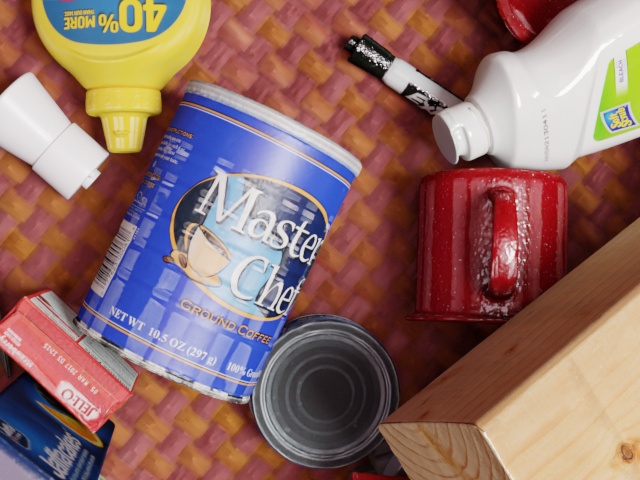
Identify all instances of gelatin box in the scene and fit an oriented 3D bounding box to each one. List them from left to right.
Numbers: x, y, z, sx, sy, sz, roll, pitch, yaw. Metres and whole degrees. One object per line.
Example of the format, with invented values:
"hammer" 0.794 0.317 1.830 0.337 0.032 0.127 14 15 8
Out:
"gelatin box" -0.133 0.062 0.564 0.073 0.089 0.030 44 86 -5

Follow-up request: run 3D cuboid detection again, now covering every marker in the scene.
"marker" 0.066 -0.082 0.618 0.121 0.020 0.020 33 87 -5

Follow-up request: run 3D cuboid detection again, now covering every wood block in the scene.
"wood block" 0.143 0.062 0.492 0.205 0.090 0.091 -34 95 -25

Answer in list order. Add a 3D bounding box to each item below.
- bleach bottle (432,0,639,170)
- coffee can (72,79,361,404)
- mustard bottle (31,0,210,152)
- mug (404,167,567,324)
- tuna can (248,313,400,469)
"bleach bottle" 0.177 -0.109 0.584 0.250 0.068 0.102 -23 125 -10
"coffee can" -0.054 0.001 0.565 0.102 0.103 0.140 26 88 -6
"mustard bottle" -0.108 -0.144 0.580 0.096 0.058 0.191 -1 92 3
"mug" 0.093 0.004 0.576 0.093 0.117 0.081 1 86 6
"tuna can" 0.001 0.085 0.606 0.086 0.034 0.086 0 91 -6
